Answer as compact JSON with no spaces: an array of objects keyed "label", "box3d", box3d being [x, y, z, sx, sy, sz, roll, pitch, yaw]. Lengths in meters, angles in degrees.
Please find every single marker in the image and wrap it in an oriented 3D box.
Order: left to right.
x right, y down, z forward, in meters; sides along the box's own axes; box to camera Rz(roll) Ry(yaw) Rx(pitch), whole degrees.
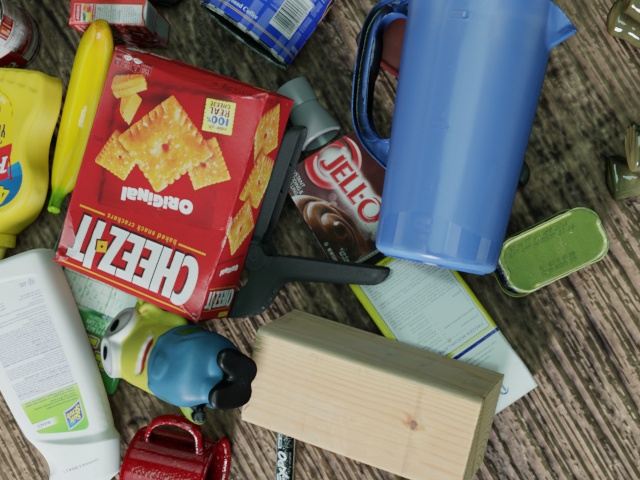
[{"label":"marker","box3d":[-0.034,0.218,1.019,0.020,0.020,0.121,2,87,6]}]

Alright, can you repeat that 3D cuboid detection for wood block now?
[{"label":"wood block","box3d":[0.045,0.139,0.949,0.206,0.090,0.091,16,104,19]}]

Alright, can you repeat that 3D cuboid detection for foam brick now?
[{"label":"foam brick","box3d":[0.076,-0.202,1.013,0.051,0.053,0.078,36,92,7]}]

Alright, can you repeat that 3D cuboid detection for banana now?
[{"label":"banana","box3d":[-0.225,-0.123,1.019,0.037,0.070,0.198,9,115,-20]}]

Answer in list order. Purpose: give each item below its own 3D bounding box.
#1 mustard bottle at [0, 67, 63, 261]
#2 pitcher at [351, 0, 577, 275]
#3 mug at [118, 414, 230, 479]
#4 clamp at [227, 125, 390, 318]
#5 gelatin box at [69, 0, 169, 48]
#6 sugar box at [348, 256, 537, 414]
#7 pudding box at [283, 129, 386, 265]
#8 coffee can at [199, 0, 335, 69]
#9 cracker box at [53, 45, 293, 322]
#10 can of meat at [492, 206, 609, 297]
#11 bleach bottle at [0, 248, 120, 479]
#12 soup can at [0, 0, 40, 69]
[{"label":"mustard bottle","box3d":[-0.308,-0.070,1.041,0.096,0.058,0.191,7,89,26]},{"label":"pitcher","box3d":[0.111,-0.099,0.928,0.144,0.149,0.243,11,91,-24]},{"label":"mug","box3d":[-0.136,0.210,0.989,0.081,0.093,0.117,11,122,11]},{"label":"clamp","box3d":[-0.057,0.001,1.001,0.210,0.036,0.164,-26,83,20]},{"label":"gelatin box","box3d":[-0.191,-0.207,1.023,0.073,0.089,0.030,3,87,6]},{"label":"sugar box","box3d":[0.114,0.086,0.998,0.093,0.048,0.176,-34,87,5]},{"label":"pudding box","box3d":[0.028,-0.037,1.016,0.090,0.039,0.113,-31,84,4]},{"label":"coffee can","box3d":[-0.032,-0.247,1.002,0.103,0.103,0.140,36,91,7]},{"label":"cracker box","box3d":[-0.137,-0.053,0.974,0.164,0.072,0.214,21,98,20]},{"label":"can of meat","box3d":[0.208,0.010,0.972,0.102,0.084,0.057,-26,85,4]},{"label":"bleach bottle","box3d":[-0.259,0.140,1.011,0.102,0.068,0.251,-21,85,7]},{"label":"soup can","box3d":[-0.320,-0.206,1.030,0.068,0.102,0.068,0,87,5]}]
